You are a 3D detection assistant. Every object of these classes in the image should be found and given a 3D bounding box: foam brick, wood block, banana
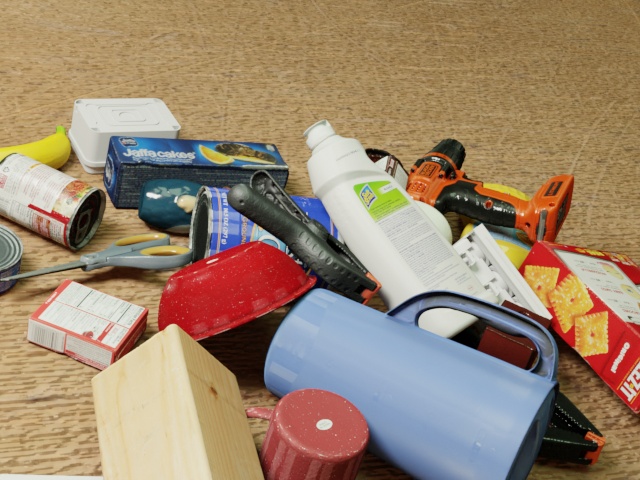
[{"bbox_3d":[0.186,0.102,1.040,0.053,0.051,0.078,24,26,14],"label":"foam brick"},{"bbox_3d":[-0.102,0.175,0.801,0.090,0.090,0.206,48,13,-38],"label":"wood block"},{"bbox_3d":[-0.348,-0.088,1.167,0.070,0.037,0.197,21,27,41],"label":"banana"}]

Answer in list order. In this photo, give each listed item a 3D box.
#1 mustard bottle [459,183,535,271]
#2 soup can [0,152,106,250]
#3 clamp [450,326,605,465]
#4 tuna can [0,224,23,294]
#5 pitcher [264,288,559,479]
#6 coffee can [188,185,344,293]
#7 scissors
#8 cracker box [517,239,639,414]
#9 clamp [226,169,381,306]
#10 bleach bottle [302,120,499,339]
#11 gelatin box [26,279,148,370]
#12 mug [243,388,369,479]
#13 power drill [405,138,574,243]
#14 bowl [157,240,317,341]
[{"bbox_3d":[0.212,0.004,1.257,0.096,0.058,0.191,17,32,-2],"label":"mustard bottle"},{"bbox_3d":[-0.281,-0.041,1.094,0.102,0.069,0.068,24,33,12],"label":"soup can"},{"bbox_3d":[0.179,0.150,1.045,0.210,0.036,0.164,23,34,16],"label":"clamp"},{"bbox_3d":[-0.328,0.017,1.017,0.086,0.034,0.086,12,33,-8],"label":"tuna can"},{"bbox_3d":[0.081,0.126,0.936,0.243,0.145,0.149,25,46,21],"label":"pitcher"},{"bbox_3d":[-0.057,0.001,1.099,0.140,0.103,0.103,5,35,-17],"label":"coffee can"},{"bbox_3d":[-0.205,0.023,1.043,0.096,0.016,0.201,11,19,29],"label":"scissors"},{"bbox_3d":[0.330,0.094,1.142,0.163,0.072,0.214,8,31,-39],"label":"cracker box"},{"bbox_3d":[-0.015,-0.007,1.017,0.171,0.039,0.120,41,19,-10],"label":"clamp"},{"bbox_3d":[0.068,-0.013,1.065,0.102,0.068,0.251,-25,78,-45],"label":"bleach bottle"},{"bbox_3d":[-0.213,0.078,0.982,0.089,0.030,0.073,20,32,6],"label":"gelatin box"},{"bbox_3d":[-0.019,0.172,0.881,0.117,0.082,0.093,22,33,8],"label":"mug"},{"bbox_3d":[0.195,-0.059,1.248,0.188,0.057,0.184,12,34,20],"label":"power drill"},{"bbox_3d":[-0.087,0.042,0.982,0.162,0.055,0.162,-22,7,2],"label":"bowl"}]
